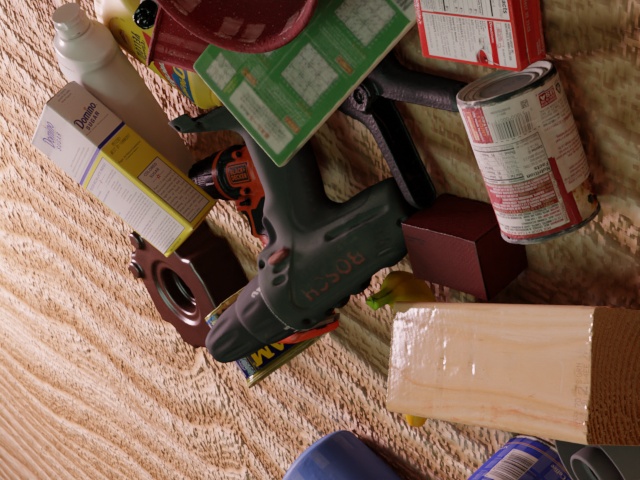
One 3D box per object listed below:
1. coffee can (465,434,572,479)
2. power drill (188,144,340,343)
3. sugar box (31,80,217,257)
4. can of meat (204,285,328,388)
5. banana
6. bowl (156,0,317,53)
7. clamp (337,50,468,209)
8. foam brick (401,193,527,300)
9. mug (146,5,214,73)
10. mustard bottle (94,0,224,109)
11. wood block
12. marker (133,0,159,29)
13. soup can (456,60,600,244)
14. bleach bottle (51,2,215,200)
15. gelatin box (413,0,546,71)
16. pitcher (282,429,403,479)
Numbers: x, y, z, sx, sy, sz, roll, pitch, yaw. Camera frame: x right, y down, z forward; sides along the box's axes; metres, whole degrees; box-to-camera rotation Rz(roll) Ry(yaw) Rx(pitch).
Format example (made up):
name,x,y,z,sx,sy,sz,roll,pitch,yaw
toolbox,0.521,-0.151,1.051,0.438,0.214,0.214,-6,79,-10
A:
name,x,y,z,sx,sy,sz,roll,pitch,yaw
coffee can,0.151,0.246,0.899,0.103,0.140,0.103,36,145,31
power drill,-0.057,0.001,1.002,0.185,0.057,0.187,-5,100,56
sugar box,-0.188,-0.066,1.013,0.176,0.048,0.093,43,150,-4
can of meat,-0.054,0.086,1.079,0.084,0.102,0.057,54,172,8
banana,0.078,0.085,0.919,0.037,0.069,0.197,32,156,38
bowl,-0.058,-0.212,0.735,0.162,0.055,0.162,21,137,21
clamp,0.048,-0.116,0.797,0.171,0.039,0.120,50,139,13
foam brick,0.109,0.003,0.811,0.078,0.051,0.053,18,133,47
mug,-0.090,-0.180,0.876,0.081,0.117,0.093,15,113,-9
mustard bottle,-0.125,-0.173,0.969,0.192,0.058,0.096,39,156,26
wood block,0.148,0.092,0.775,0.206,0.090,0.090,-3,82,57
marker,-0.142,-0.213,0.914,0.020,0.121,0.020,1,126,2
soup can,0.135,-0.058,0.697,0.069,0.068,0.102,5,123,54
bleach bottle,-0.188,-0.123,1.040,0.103,0.068,0.250,32,158,36
gelatin box,0.101,-0.153,0.692,0.089,0.030,0.073,20,133,46
pitcher,0.067,0.310,1.097,0.243,0.144,0.149,43,127,26
